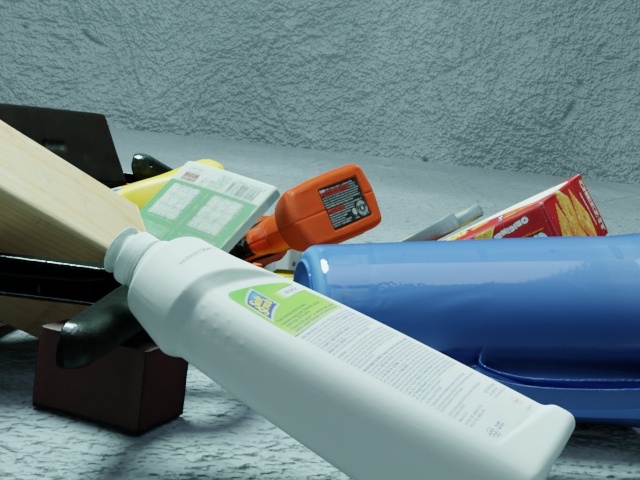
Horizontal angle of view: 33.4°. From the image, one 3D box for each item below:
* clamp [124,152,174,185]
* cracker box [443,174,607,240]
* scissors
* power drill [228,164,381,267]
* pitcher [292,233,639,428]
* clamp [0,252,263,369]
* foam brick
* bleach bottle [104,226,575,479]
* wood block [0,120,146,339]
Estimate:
[{"bbox_3d":[-0.154,-0.051,1.066,0.120,0.039,0.171,3,-12,43],"label":"clamp"},{"bbox_3d":[0.154,0.016,0.932,0.164,0.072,0.213,-27,-2,23],"label":"cracker box"},{"bbox_3d":[0.074,0.008,0.977,0.096,0.016,0.202,-24,-4,-31],"label":"scissors"},{"bbox_3d":[-0.056,0.001,0.895,0.188,0.057,0.184,-21,4,45],"label":"power drill"},{"bbox_3d":[0.108,0.062,0.700,0.242,0.145,0.149,1,-24,-10],"label":"pitcher"},{"bbox_3d":[-0.123,0.030,0.656,0.165,0.036,0.209,19,15,36],"label":"clamp"},{"bbox_3d":[-0.125,0.079,0.644,0.078,0.051,0.052,10,10,23],"label":"foam brick"},{"bbox_3d":[-0.001,0.063,0.549,0.251,0.068,0.102,30,18,17],"label":"bleach bottle"},{"bbox_3d":[-0.214,-0.015,0.701,0.205,0.091,0.090,36,19,-44],"label":"wood block"}]
